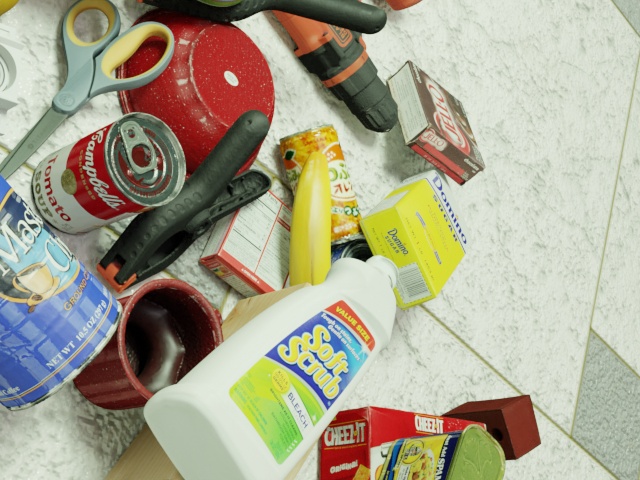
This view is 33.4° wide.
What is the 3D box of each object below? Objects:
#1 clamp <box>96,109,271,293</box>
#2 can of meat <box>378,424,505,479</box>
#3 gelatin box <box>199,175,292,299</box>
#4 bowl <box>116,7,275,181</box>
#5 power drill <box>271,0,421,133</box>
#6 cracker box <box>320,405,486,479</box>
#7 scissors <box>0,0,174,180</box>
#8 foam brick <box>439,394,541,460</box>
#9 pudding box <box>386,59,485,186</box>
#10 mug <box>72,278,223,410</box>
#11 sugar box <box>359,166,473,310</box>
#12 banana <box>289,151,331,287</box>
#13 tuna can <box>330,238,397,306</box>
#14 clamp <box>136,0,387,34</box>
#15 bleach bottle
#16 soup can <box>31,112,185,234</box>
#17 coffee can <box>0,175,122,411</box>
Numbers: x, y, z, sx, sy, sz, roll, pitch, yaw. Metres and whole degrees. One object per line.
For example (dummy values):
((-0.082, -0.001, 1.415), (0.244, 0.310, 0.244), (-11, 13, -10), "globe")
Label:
((-0.098, -0.029, 0.821), (0.039, 0.120, 0.171), (39, 63, 19), "clamp")
((0.092, 0.204, 0.864), (0.057, 0.084, 0.102), (45, 50, -25), "can of meat")
((-0.056, 0.001, 0.917), (0.073, 0.030, 0.089), (40, 52, -28), "gelatin box")
((-0.091, -0.130, 0.903), (0.161, 0.055, 0.162), (15, 68, -42), "bowl")
((0.045, -0.222, 1.065), (0.184, 0.057, 0.187), (52, 48, -22), "power drill")
((0.076, 0.264, 0.944), (0.163, 0.072, 0.213), (16, 66, -42), "cracker box")
((-0.200, -0.121, 0.811), (0.201, 0.016, 0.096), (-38, 79, -27), "scissors")
((0.169, 0.187, 1.056), (0.051, 0.078, 0.053), (-14, 89, -48), "foam brick")
((0.117, -0.121, 1.094), (0.090, 0.039, 0.113), (33, 29, -35), "pudding box")
((-0.124, 0.076, 0.788), (0.117, 0.082, 0.093), (-28, 98, -46), "mug")
((0.097, -0.008, 1.026), (0.093, 0.048, 0.176), (66, 26, -9), "sugar box")
((-0.007, 0.026, 0.918), (0.069, 0.037, 0.198), (-66, 155, -75), "banana")
((0.034, 0.042, 0.994), (0.086, 0.034, 0.086), (15, 68, -42), "tuna can")
((-0.055, -0.219, 0.916), (0.209, 0.036, 0.165), (-18, 53, -35), "clamp")
((-0.015, 0.080, 0.780), (0.102, 0.068, 0.250), (59, 43, -14), "bleach bottle")
((-0.156, -0.046, 0.777), (0.068, 0.102, 0.068), (15, 68, -42), "soup can")
((-0.214, 0.027, 0.696), (0.140, 0.103, 0.102), (52, 48, -22), "coffee can")
